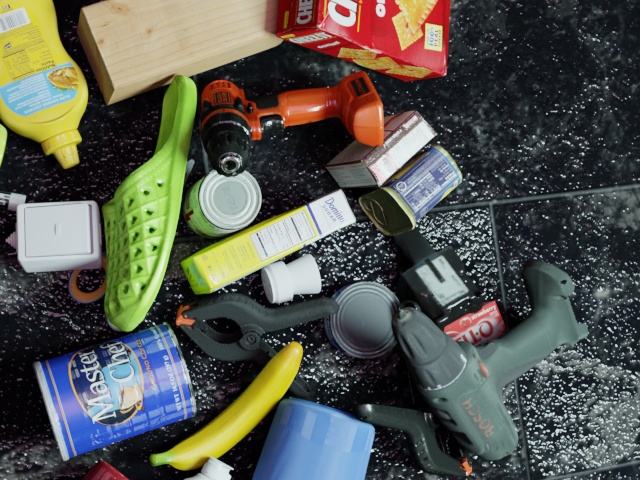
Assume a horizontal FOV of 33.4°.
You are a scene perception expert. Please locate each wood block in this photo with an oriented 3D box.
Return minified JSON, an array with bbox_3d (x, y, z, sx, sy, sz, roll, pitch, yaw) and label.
[{"bbox_3d":[-0.144,-0.226,1.139,0.205,0.091,0.090,-23,92,-16],"label":"wood block"}]

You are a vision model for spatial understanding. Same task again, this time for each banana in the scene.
[{"bbox_3d":[-0.088,0.184,1.132,0.198,0.069,0.037,-41,69,-4],"label":"banana"}]

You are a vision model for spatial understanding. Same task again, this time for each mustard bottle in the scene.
[{"bbox_3d":[-0.296,-0.166,1.109,0.096,0.058,0.191,-24,92,-17],"label":"mustard bottle"}]

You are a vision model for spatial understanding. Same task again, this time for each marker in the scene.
[{"bbox_3d":[-0.367,-0.050,1.101,0.121,0.020,0.020,12,83,-14],"label":"marker"}]

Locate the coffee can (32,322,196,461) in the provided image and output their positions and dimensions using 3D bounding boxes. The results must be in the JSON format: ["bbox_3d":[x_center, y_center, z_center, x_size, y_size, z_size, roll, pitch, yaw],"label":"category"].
[{"bbox_3d":[-0.209,0.152,1.086,0.140,0.103,0.103,-17,91,-16],"label":"coffee can"}]

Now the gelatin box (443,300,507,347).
[{"bbox_3d":[0.174,0.120,1.232,0.089,0.030,0.073,-24,92,-16],"label":"gelatin box"}]

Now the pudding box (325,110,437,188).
[{"bbox_3d":[0.064,-0.099,1.175,0.090,0.114,0.039,-43,103,-14],"label":"pudding box"}]

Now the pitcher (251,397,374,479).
[{"bbox_3d":[-0.014,0.298,1.119,0.149,0.145,0.243,31,72,-50],"label":"pitcher"}]

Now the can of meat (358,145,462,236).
[{"bbox_3d":[0.101,-0.056,1.189,0.084,0.102,0.057,-41,96,-17],"label":"can of meat"}]

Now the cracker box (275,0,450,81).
[{"bbox_3d":[0.055,-0.278,1.160,0.213,0.072,0.164,10,83,-46],"label":"cracker box"}]

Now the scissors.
[{"bbox_3d":[-0.206,-0.004,1.144,0.096,0.016,0.202,16,82,-14],"label":"scissors"}]

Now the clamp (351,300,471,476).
[{"bbox_3d":[0.107,0.193,1.165,0.164,0.036,0.210,-52,123,-44],"label":"clamp"}]

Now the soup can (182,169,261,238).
[{"bbox_3d":[-0.105,-0.040,1.129,0.068,0.102,0.068,1,85,-15],"label":"soup can"}]

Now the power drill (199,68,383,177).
[{"bbox_3d":[-0.032,-0.124,1.109,0.187,0.184,0.057,-5,121,-6],"label":"power drill"}]

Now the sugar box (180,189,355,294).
[{"bbox_3d":[-0.058,0.001,1.145,0.176,0.093,0.048,-28,94,-16],"label":"sugar box"}]

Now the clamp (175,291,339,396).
[{"bbox_3d":[-0.066,0.092,1.147,0.171,0.039,0.120,22,103,-14],"label":"clamp"}]

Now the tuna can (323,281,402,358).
[{"bbox_3d":[0.048,0.089,1.197,0.086,0.034,0.086,1,86,-16],"label":"tuna can"}]
